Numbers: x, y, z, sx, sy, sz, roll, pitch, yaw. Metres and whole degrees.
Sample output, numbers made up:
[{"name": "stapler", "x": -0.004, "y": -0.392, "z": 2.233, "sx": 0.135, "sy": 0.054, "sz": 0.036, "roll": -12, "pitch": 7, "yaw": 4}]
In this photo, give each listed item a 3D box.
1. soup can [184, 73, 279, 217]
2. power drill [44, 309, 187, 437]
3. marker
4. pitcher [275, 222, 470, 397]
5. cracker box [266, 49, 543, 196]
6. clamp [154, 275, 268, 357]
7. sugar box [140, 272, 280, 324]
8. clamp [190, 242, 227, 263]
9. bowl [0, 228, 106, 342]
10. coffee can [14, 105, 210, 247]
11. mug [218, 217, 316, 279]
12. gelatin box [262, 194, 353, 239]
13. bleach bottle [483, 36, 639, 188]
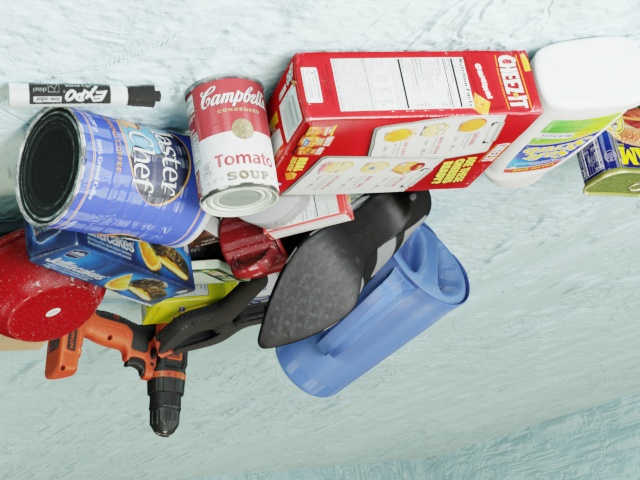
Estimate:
[{"name": "soup can", "x": -0.074, "y": -0.078, "z": 0.891, "sx": 0.068, "sy": 0.102, "sz": 0.068, "roll": -8, "pitch": 161, "yaw": -3}, {"name": "power drill", "x": -0.262, "y": 0.158, "z": 1.398, "sx": 0.187, "sy": 0.184, "sz": 0.057, "roll": 15, "pitch": 150, "yaw": -33}, {"name": "marker", "x": -0.188, "y": -0.116, "z": 0.854, "sx": 0.121, "sy": 0.020, "sz": 0.020, "roll": -2, "pitch": 160, "yaw": -21}, {"name": "pitcher", "x": 0.050, "y": 0.090, "z": 1.293, "sx": 0.149, "sy": 0.145, "sz": 0.243, "roll": 22, "pitch": 128, "yaw": -34}, {"name": "cracker box", "x": 0.060, "y": -0.102, "z": 0.939, "sx": 0.213, "sy": 0.072, "sz": 0.164, "roll": -4, "pitch": 161, "yaw": -18}, {"name": "clamp", "x": -0.121, "y": 0.094, "z": 1.341, "sx": 0.210, "sy": 0.036, "sz": 0.164, "roll": -21, "pitch": 156, "yaw": 10}, {"name": "sugar box", "x": -0.140, "y": 0.072, "z": 1.390, "sx": 0.176, "sy": 0.048, "sz": 0.093, "roll": -1, "pitch": 159, "yaw": -20}, {"name": "clamp", "x": -0.121, "y": 0.012, "z": 1.234, "sx": 0.171, "sy": 0.039, "sz": 0.120, "roll": -3, "pitch": 159, "yaw": -18}, {"name": "bowl", "x": -0.277, "y": 0.054, "z": 1.074, "sx": 0.162, "sy": 0.055, "sz": 0.162, "roll": -21, "pitch": 148, "yaw": -14}, {"name": "coffee can", "x": -0.174, "y": -0.053, "z": 0.916, "sx": 0.103, "sy": 0.103, "sz": 0.140, "roll": -26, "pitch": 156, "yaw": 39}, {"name": "mug", "x": -0.057, "y": 0.001, "z": 1.130, "sx": 0.082, "sy": 0.117, "sz": 0.093, "roll": -16, "pitch": 121, "yaw": 34}, {"name": "gelatin box", "x": -0.017, "y": -0.047, "z": 1.057, "sx": 0.089, "sy": 0.073, "sz": 0.030, "roll": -15, "pitch": 162, "yaw": 14}, {"name": "bleach bottle", "x": 0.217, "y": -0.106, "z": 1.023, "sx": 0.102, "sy": 0.068, "sz": 0.251, "roll": -7, "pitch": 164, "yaw": -8}]
